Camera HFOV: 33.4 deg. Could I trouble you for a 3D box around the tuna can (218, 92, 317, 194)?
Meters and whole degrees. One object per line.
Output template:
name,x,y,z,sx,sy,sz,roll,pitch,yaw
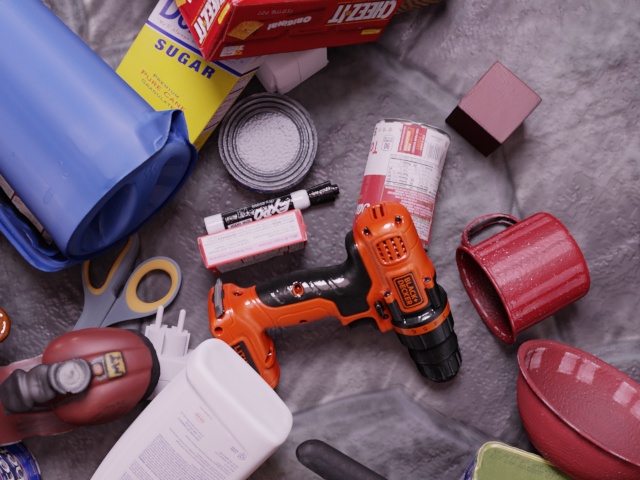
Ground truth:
tuna can,-0.046,-0.084,0.934,0.086,0.034,0.086,0,85,-1

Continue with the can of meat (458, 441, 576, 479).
can of meat,0.160,0.216,0.875,0.102,0.084,0.057,18,49,1

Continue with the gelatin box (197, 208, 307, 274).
gelatin box,-0.056,0.001,0.906,0.089,0.073,0.030,-17,85,-2

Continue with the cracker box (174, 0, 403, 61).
cracker box,-0.051,-0.250,0.831,0.163,0.072,0.214,-14,66,-33

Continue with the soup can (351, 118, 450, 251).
soup can,0.070,-0.047,0.915,0.068,0.068,0.102,13,84,0

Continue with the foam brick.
foam brick,0.147,-0.112,0.918,0.051,0.078,0.053,43,85,1

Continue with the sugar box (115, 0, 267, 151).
sugar box,-0.115,-0.137,0.887,0.093,0.048,0.176,42,123,3

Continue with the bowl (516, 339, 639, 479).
bowl,0.219,0.151,0.871,0.162,0.162,0.055,29,112,2

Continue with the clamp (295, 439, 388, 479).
clamp,0.082,0.242,0.852,0.210,0.036,0.164,8,121,13

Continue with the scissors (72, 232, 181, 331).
scissors,-0.186,0.083,0.926,0.096,0.016,0.202,18,90,-4

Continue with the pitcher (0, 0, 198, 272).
pitcher,-0.230,-0.102,0.857,0.149,0.145,0.243,-40,80,-19

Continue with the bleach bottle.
bleach bottle,-0.141,0.195,0.859,0.102,0.068,0.251,46,109,-3

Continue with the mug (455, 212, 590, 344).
mug,0.167,0.021,0.908,0.081,0.093,0.117,-27,49,-8

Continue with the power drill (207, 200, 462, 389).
power drill,0.014,0.069,0.886,0.188,0.057,0.184,-21,121,5

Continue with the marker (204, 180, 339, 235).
marker,-0.042,-0.028,0.936,0.121,0.020,0.020,-17,85,-3
